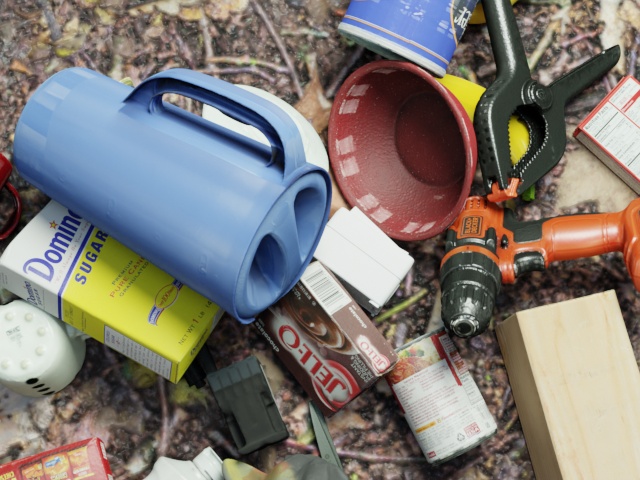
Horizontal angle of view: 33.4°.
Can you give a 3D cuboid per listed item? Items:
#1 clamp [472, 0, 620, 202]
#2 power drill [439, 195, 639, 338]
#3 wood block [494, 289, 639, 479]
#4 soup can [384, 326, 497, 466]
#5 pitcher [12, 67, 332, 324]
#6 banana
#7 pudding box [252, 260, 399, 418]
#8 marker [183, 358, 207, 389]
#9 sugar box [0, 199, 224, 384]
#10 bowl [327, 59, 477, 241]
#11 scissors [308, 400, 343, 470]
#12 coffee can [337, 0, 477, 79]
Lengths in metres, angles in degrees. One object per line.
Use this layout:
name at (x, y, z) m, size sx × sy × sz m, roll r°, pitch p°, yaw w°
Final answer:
clamp at (0.179, -0.135, 0.953) m, size 0.164 × 0.036 × 0.210 m, roll 33°, pitch 67°, yaw -18°
power drill at (0.193, 0.017, 0.886) m, size 0.188 × 0.184 × 0.057 m, roll -2°, pitch 123°, yaw 13°
wood block at (0.226, 0.157, 0.908) m, size 0.090 × 0.091 × 0.206 m, roll -13°, pitch 78°, yaw -5°
soup can at (0.101, 0.134, 0.922) m, size 0.068 × 0.068 × 0.102 m, roll -26°, pitch 81°, yaw -6°
pitcher at (-0.119, -0.054, 0.843) m, size 0.243 × 0.145 × 0.149 m, roll 28°, pitch 84°, yaw 19°
banana at (0.129, -0.116, 0.989) m, size 0.198 × 0.037 × 0.069 m, roll 32°, pitch 77°, yaw 5°
pudding box at (0.003, 0.086, 0.918) m, size 0.039 × 0.090 × 0.113 m, roll -28°, pitch 76°, yaw -43°
marker at (-0.138, 0.080, 0.953) m, size 0.020 × 0.020 × 0.121 m, roll -33°, pitch 81°, yaw -7°
sugar box at (-0.171, 0.036, 0.892) m, size 0.176 × 0.048 × 0.093 m, roll 28°, pitch 54°, yaw 6°
bowl at (0.082, -0.083, 0.944) m, size 0.055 × 0.162 × 0.162 m, roll -22°, pitch 77°, yaw -43°
scissors at (0.043, 0.237, 0.926) m, size 0.096 × 0.016 × 0.202 m, roll -3°, pitch 78°, yaw -3°
coffee can at (0.090, -0.225, 0.926) m, size 0.103 × 0.102 × 0.140 m, roll 25°, pitch 97°, yaw 4°
